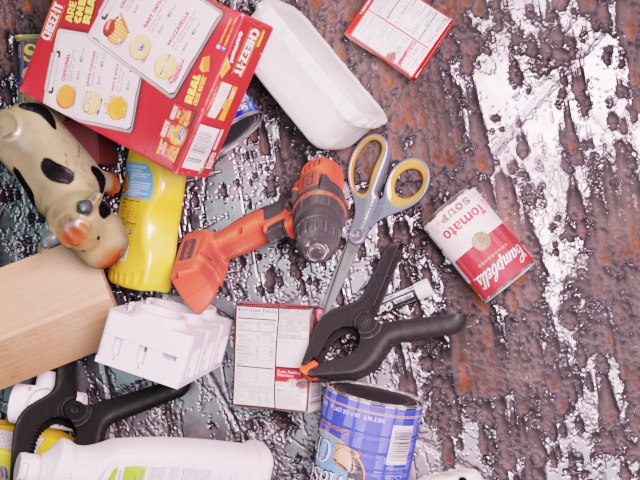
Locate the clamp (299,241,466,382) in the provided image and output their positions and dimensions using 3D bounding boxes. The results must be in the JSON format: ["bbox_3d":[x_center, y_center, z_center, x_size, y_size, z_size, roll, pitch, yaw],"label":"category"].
[{"bbox_3d":[0.059,0.091,1.075,0.171,0.039,0.120,-45,57,-7],"label":"clamp"}]

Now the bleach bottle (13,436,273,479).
[{"bbox_3d":[-0.180,0.238,1.080,0.250,0.068,0.102,13,94,-23],"label":"bleach bottle"}]

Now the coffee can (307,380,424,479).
[{"bbox_3d":[0.042,0.222,1.082,0.103,0.102,0.140,11,93,10],"label":"coffee can"}]

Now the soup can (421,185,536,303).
[{"bbox_3d":[0.159,0.003,1.076,0.068,0.068,0.102,-40,83,9],"label":"soup can"}]

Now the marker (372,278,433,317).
[{"bbox_3d":[0.059,0.071,1.120,0.121,0.020,0.020,-23,87,10],"label":"marker"}]

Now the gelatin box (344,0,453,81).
[{"bbox_3d":[0.082,-0.219,1.107,0.089,0.030,0.073,35,95,8],"label":"gelatin box"}]

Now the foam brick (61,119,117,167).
[{"bbox_3d":[-0.267,-0.105,1.162,0.078,0.053,0.051,-3,90,10],"label":"foam brick"}]

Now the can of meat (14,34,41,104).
[{"bbox_3d":[-0.280,-0.179,1.163,0.102,0.057,0.084,1,93,10],"label":"can of meat"}]

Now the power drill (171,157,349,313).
[{"bbox_3d":[-0.057,0.001,1.070,0.188,0.184,0.057,-27,111,15],"label":"power drill"}]

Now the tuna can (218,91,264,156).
[{"bbox_3d":[-0.103,-0.120,1.115,0.086,0.086,0.034,-37,83,9],"label":"tuna can"}]

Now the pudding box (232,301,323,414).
[{"bbox_3d":[-0.045,0.122,1.125,0.090,0.039,0.113,2,89,22],"label":"pudding box"}]

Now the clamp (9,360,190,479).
[{"bbox_3d":[-0.247,0.184,1.125,0.164,0.036,0.209,24,59,6],"label":"clamp"}]

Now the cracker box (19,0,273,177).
[{"bbox_3d":[-0.174,-0.178,1.053,0.214,0.072,0.164,28,100,24],"label":"cracker box"}]

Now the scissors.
[{"bbox_3d":[0.059,-0.010,1.121,0.096,0.016,0.202,8,92,10],"label":"scissors"}]

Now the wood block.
[{"bbox_3d":[-0.317,0.087,1.111,0.206,0.090,0.091,-22,56,-9],"label":"wood block"}]

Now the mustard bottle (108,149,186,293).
[{"bbox_3d":[-0.179,-0.044,1.130,0.058,0.096,0.191,8,92,-32],"label":"mustard bottle"}]
